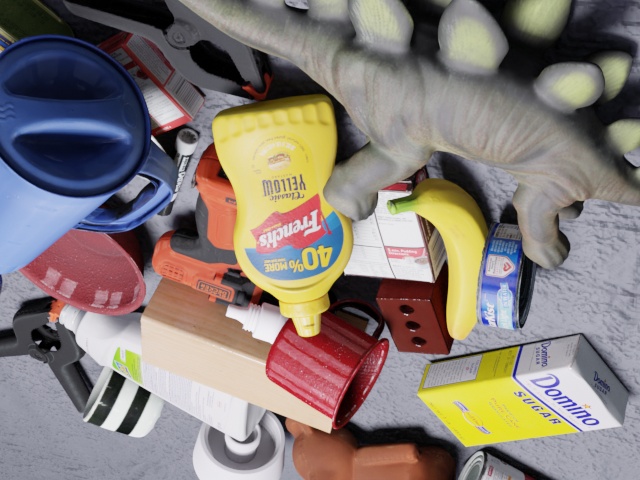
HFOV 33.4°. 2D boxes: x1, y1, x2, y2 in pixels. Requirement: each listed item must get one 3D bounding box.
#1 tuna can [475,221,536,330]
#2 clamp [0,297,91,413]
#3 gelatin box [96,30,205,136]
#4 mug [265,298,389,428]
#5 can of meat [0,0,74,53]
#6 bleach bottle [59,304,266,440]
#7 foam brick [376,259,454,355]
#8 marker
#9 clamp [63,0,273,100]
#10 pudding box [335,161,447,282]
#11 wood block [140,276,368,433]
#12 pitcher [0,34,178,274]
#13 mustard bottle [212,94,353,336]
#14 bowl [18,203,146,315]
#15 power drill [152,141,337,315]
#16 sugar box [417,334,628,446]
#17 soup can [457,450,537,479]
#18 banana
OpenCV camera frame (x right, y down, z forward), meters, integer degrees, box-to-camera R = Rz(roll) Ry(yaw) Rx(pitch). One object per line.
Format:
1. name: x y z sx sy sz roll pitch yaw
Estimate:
1. tuna can: 0.151 0.029 0.861 0.034 0.086 0.086 8 140 19
2. clamp: -0.343 0.126 1.297 0.164 0.036 0.210 24 141 1
3. gelatin box: -0.152 -0.130 0.889 0.073 0.030 0.089 -16 127 43
4. mug: 0.011 0.100 0.966 0.081 0.117 0.093 29 157 18
5. can of meat: -0.265 -0.166 0.888 0.102 0.057 0.084 38 140 -16
6. bleach bottle: -0.176 0.125 1.171 0.251 0.068 0.103 24 136 15
7. foam brick: 0.090 0.058 0.959 0.053 0.051 0.078 1 137 28
8. marker: -0.133 -0.059 0.972 0.020 0.020 0.121 27 143 -3
9. clamp: -0.113 -0.165 0.818 0.120 0.039 0.171 -17 126 44
10. pudding box: 0.052 -0.016 0.904 0.090 0.039 0.113 5 137 25
11. wood block: -0.067 0.101 1.069 0.206 0.090 0.091 19 143 7
12. pitcher: -0.235 -0.052 0.885 0.243 0.144 0.149 -33 85 53
13. mustard bottle: -0.024 -0.015 0.852 0.096 0.058 0.191 -9 104 0
14. bowl: -0.239 0.005 1.078 0.162 0.055 0.162 16 142 12
15. power drill: -0.056 0.001 0.968 0.184 0.057 0.188 18 142 -3
16. sugar box: 0.190 0.146 1.013 0.177 0.048 0.093 -17 126 43
17. soup can: 0.202 0.279 1.146 0.102 0.068 0.069 29 143 -4
18. banana: 0.109 0.008 0.882 0.069 0.037 0.197 -31 135 0
